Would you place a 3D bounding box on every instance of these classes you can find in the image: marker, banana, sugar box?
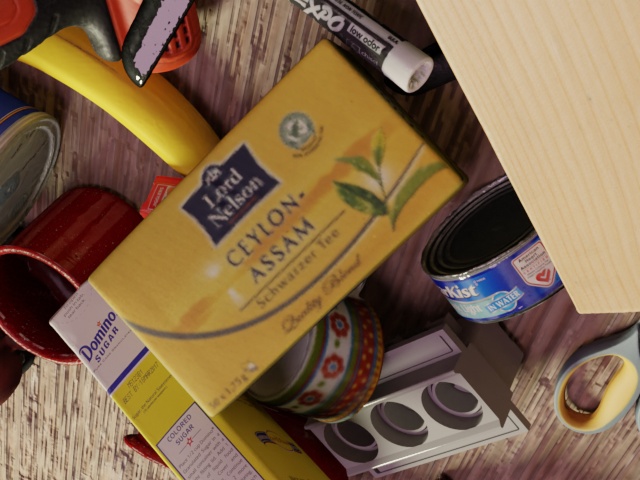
[{"bbox_3d":[0.003,-0.111,0.507,0.121,0.020,0.020,41,138,23],"label":"marker"},{"bbox_3d":[-0.127,-0.091,0.614,0.198,0.037,0.070,31,157,7],"label":"banana"},{"bbox_3d":[-0.066,0.095,0.590,0.176,0.048,0.093,45,-177,29],"label":"sugar box"}]

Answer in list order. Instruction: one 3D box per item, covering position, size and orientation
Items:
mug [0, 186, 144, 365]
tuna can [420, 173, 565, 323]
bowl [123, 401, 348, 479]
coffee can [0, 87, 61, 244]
[{"bbox_3d":[-0.157,0.028,0.690,0.093,0.081,0.117,14,131,19],"label":"mug"},{"bbox_3d":[0.094,0.001,0.525,0.086,0.086,0.033,-24,113,40],"label":"tuna can"},{"bbox_3d":[-0.044,0.134,0.698,0.162,0.055,0.162,21,173,2],"label":"bowl"},{"bbox_3d":[-0.246,-0.066,0.651,0.140,0.102,0.103,31,134,4],"label":"coffee can"}]
